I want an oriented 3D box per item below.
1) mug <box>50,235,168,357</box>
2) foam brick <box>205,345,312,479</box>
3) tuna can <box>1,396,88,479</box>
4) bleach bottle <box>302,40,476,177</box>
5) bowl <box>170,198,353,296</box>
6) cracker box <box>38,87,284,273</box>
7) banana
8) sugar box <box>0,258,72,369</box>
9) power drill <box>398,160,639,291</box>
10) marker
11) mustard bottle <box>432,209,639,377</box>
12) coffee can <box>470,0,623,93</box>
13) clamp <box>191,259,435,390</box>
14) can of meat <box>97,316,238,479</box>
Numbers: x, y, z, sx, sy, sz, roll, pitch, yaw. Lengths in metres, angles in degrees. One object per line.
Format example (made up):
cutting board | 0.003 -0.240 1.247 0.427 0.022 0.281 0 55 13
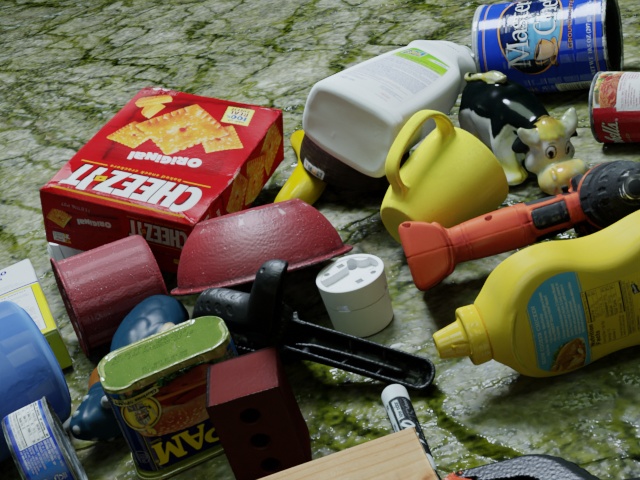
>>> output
mug | -0.185 0.048 0.947 0.081 0.093 0.117 -21 -9 -17
foam brick | -0.042 0.121 0.726 0.053 0.078 0.051 -18 28 4
tuna can | -0.188 0.154 0.740 0.033 0.086 0.086 -26 29 -13
bleach bottle | 0.090 -0.143 1.029 0.103 0.068 0.250 32 36 20
bowl | -0.056 0.001 0.915 0.162 0.055 0.162 -14 4 1
cracker box | -0.149 -0.067 1.054 0.164 0.072 0.213 12 38 16
banana | -0.019 -0.075 1.116 0.070 0.037 0.197 -7 29 18
sugar box | -0.290 0.081 0.978 0.093 0.048 0.176 -24 25 -13
power drill | 0.155 -0.012 0.813 0.187 0.057 0.184 -15 -5 4
marker | 0.062 0.135 0.703 0.020 0.020 0.121 -18 27 -1
mustard bottle | 0.170 0.043 0.727 0.191 0.096 0.058 -18 32 -1
coffee can | 0.243 -0.209 1.140 0.140 0.103 0.102 -2 31 26
clamp | -0.025 0.070 0.798 0.210 0.164 0.036 -12 49 56
can of meat | -0.100 0.111 0.770 0.102 0.084 0.057 -22 28 -10
